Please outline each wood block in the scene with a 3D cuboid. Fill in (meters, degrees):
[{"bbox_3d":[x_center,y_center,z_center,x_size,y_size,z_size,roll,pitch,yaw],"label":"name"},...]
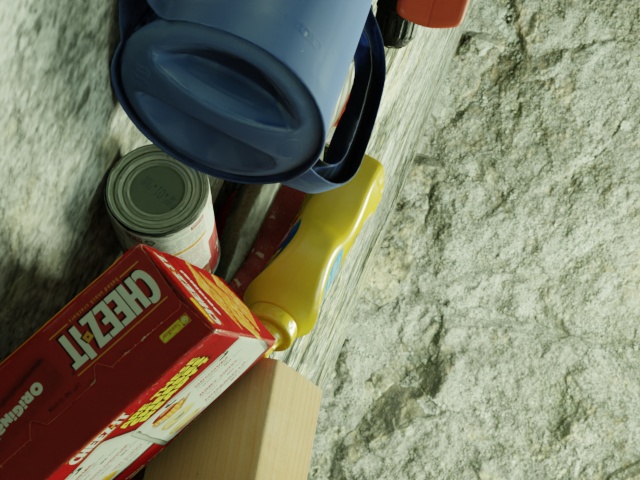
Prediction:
[{"bbox_3d":[-0.070,0.192,0.757,0.090,0.091,0.206,46,50,-58],"label":"wood block"}]

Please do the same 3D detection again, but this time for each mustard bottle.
[{"bbox_3d":[-0.012,0.018,0.824,0.191,0.058,0.096,-61,-178,-40],"label":"mustard bottle"}]

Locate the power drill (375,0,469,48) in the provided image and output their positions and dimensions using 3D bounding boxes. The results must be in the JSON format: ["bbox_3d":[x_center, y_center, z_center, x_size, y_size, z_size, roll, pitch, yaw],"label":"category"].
[{"bbox_3d":[0.084,-0.230,0.869,0.187,0.057,0.184,-98,-163,-66],"label":"power drill"}]

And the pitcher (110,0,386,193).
[{"bbox_3d":[-0.019,-0.157,0.685,0.149,0.145,0.242,93,16,-55],"label":"pitcher"}]

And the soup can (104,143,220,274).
[{"bbox_3d":[-0.104,-0.012,0.717,0.102,0.068,0.068,93,20,-65],"label":"soup can"}]

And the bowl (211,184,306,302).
[{"bbox_3d":[-0.056,0.001,0.966,0.162,0.055,0.162,-34,-135,41],"label":"bowl"}]

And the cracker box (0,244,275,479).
[{"bbox_3d":[-0.121,0.088,0.643,0.164,0.072,0.213,-42,170,0],"label":"cracker box"}]
